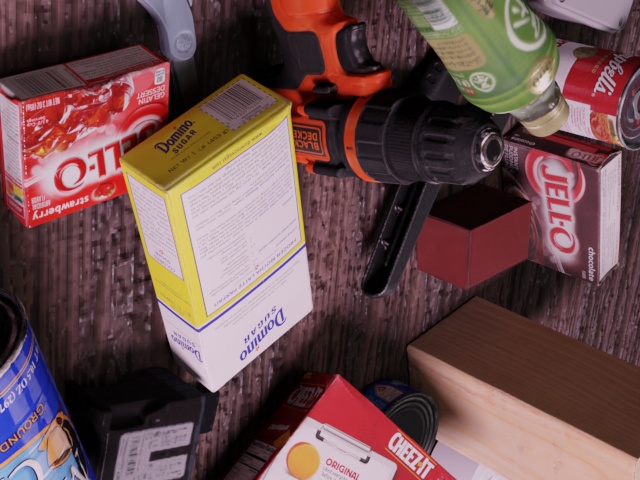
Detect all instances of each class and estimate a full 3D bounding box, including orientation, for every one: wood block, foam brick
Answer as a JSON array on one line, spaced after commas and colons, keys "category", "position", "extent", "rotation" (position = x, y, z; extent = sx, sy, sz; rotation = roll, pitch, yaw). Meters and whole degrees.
[{"category": "wood block", "position": [0.175, 0.133, 0.823], "extent": [0.090, 0.206, 0.090], "rotation": [-31, 128, -34]}, {"category": "foam brick", "position": [0.117, -0.004, 0.816], "extent": [0.078, 0.053, 0.051], "rotation": [-22, 123, -38]}]

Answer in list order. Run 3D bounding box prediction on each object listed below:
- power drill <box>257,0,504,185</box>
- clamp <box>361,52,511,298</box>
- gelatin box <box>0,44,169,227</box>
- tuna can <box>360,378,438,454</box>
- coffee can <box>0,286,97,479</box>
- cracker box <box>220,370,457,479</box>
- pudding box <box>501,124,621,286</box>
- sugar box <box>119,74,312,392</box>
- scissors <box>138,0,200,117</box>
[{"category": "power drill", "position": [0.015, -0.122, 0.569], "extent": [0.057, 0.185, 0.188], "rotation": [-23, 114, -38]}, {"category": "clamp", "position": [0.073, -0.083, 0.744], "extent": [0.209, 0.036, 0.164], "rotation": [-45, 129, -27]}, {"category": "gelatin box", "position": [-0.120, -0.055, 0.552], "extent": [0.089, 0.030, 0.073], "rotation": [-23, 135, -37]}, {"category": "tuna can", "position": [0.052, 0.153, 0.836], "extent": [0.085, 0.034, 0.086], "rotation": [-22, 123, -38]}, {"category": "coffee can", "position": [-0.172, 0.107, 0.528], "extent": [0.102, 0.103, 0.140], "rotation": [-35, 130, -30]}, {"category": "cracker box", "position": [-0.007, 0.222, 0.733], "extent": [0.164, 0.072, 0.213], "rotation": [43, 73, -15]}, {"category": "pudding box", "position": [0.193, -0.030, 0.854], "extent": [0.039, 0.090, 0.113], "rotation": [-36, 131, -30]}, {"category": "sugar box", "position": [-0.054, 0.001, 0.620], "extent": [0.093, 0.048, 0.176], "rotation": [-39, 148, -28]}, {"category": "scissors", "position": [-0.092, -0.114, 0.573], "extent": [0.096, 0.016, 0.202], "rotation": [-11, 116, -41]}]
